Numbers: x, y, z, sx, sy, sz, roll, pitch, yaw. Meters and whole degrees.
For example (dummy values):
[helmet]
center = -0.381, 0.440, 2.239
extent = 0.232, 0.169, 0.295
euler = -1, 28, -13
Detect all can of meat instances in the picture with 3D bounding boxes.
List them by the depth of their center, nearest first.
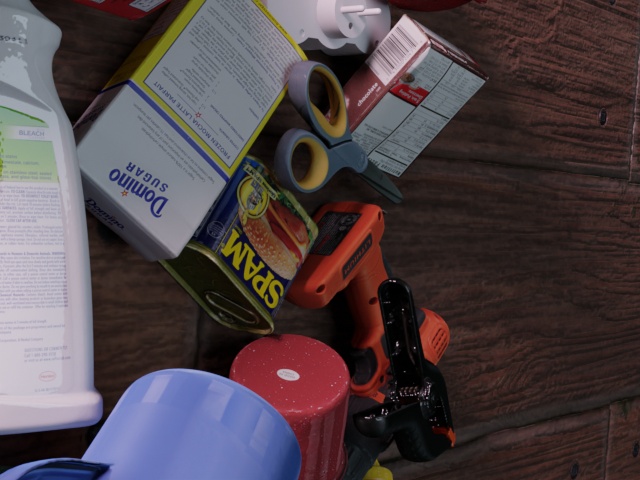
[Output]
[can of meat]
center = -0.055, 0.001, 0.726
extent = 0.102, 0.058, 0.084
euler = 52, 54, -39

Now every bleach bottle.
[bleach bottle]
center = -0.168, -0.026, 0.575
extent = 0.102, 0.068, 0.251
euler = 0, 93, -31

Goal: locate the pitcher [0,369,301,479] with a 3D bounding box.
[pitcher]
center = -0.099, 0.174, 0.508
extent = 0.149, 0.145, 0.242
euler = 107, 5, -45

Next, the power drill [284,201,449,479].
[power drill]
center = 0.025, 0.079, 0.831
extent = 0.184, 0.057, 0.187
euler = -54, 135, -36

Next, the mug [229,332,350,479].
[mug]
center = -0.025, 0.112, 0.739
extent = 0.093, 0.117, 0.081
euler = -2, 126, -12

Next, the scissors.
[scissors]
center = 0.015, -0.047, 0.768
extent = 0.096, 0.016, 0.201
euler = -66, 148, -23

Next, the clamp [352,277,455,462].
[clamp]
center = 0.068, 0.107, 0.804
extent = 0.171, 0.039, 0.120
euler = 51, 50, -58

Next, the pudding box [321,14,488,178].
[pudding box]
center = 0.062, -0.107, 0.821
extent = 0.114, 0.039, 0.089
euler = -47, 145, 20

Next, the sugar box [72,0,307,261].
[sugar box]
center = -0.086, -0.083, 0.675
extent = 0.093, 0.048, 0.176
euler = 46, 62, -26
